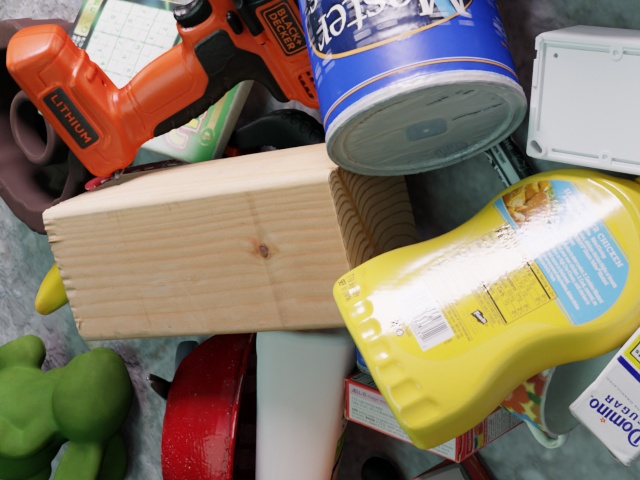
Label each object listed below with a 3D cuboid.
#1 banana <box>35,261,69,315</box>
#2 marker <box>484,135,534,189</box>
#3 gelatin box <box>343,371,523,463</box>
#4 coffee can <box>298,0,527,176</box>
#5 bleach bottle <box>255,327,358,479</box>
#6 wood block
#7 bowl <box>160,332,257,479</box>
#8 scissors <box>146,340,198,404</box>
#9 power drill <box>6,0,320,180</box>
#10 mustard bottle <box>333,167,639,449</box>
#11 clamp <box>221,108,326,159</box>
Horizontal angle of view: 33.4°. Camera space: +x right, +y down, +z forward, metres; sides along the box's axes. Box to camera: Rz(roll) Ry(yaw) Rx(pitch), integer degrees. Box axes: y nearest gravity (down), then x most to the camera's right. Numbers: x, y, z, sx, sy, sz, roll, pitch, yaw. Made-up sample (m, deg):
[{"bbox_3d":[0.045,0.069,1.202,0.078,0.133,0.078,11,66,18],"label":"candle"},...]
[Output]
[{"bbox_3d":[-0.197,0.014,0.886,0.037,0.069,0.198,47,151,-6],"label":"banana"},{"bbox_3d":[0.096,-0.062,0.605,0.020,0.020,0.121,-40,73,44],"label":"marker"},{"bbox_3d":[0.069,0.096,0.640,0.089,0.073,0.030,13,112,42],"label":"gelatin box"},{"bbox_3d":[0.041,-0.118,0.557,0.103,0.102,0.140,-32,62,45],"label":"coffee can"},{"bbox_3d":[-0.015,0.159,0.718,0.068,0.102,0.251,8,110,5],"label":"bleach bottle"},{"bbox_3d":[-0.054,0.001,0.650,0.206,0.090,0.091,-5,107,31],"label":"wood block"},{"bbox_3d":[-0.070,0.127,0.727,0.055,0.162,0.162,5,110,7],"label":"bowl"},{"bbox_3d":[-0.104,0.096,0.773,0.202,0.016,0.096,84,-178,-61],"label":"scissors"},{"bbox_3d":[-0.092,-0.129,0.643,0.188,0.057,0.184,-22,124,17],"label":"power drill"},{"bbox_3d":[0.109,0.018,0.527,0.191,0.058,0.096,-29,58,2],"label":"mustard bottle"},{"bbox_3d":[0.002,-0.029,0.697,0.172,0.039,0.120,17,111,40],"label":"clamp"}]
